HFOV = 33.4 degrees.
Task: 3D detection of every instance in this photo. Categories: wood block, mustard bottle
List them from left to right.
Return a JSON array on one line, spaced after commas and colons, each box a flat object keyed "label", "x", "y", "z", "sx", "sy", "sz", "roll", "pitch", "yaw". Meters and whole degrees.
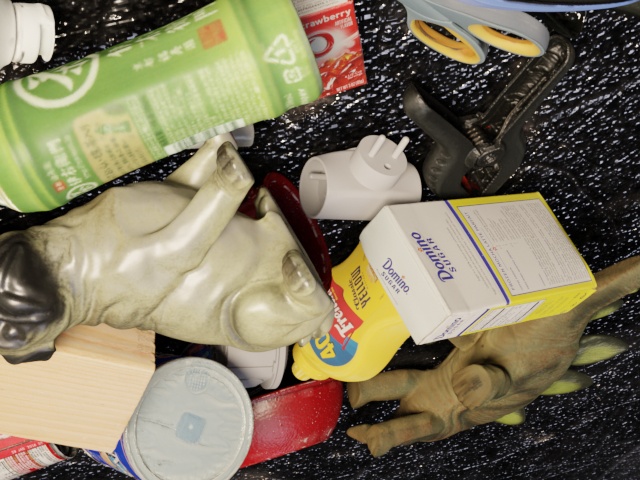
[{"label": "wood block", "x": -0.220, "y": 0.060, "z": 0.691, "sx": 0.205, "sy": 0.090, "sz": 0.091, "roll": 15, "pitch": 127, "yaw": -21}, {"label": "mustard bottle", "x": 0.033, "y": 0.058, "z": 0.860, "sx": 0.058, "sy": 0.096, "sz": 0.192, "roll": 7, "pitch": 140, "yaw": -35}]

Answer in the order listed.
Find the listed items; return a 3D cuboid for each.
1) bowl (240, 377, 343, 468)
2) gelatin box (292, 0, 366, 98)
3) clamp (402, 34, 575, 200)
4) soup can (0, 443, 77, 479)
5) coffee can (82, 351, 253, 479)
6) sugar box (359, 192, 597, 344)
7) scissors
[{"label": "bowl", "x": -0.044, "y": 0.170, "z": 0.979, "sx": 0.162, "sy": 0.055, "sz": 0.162, "roll": -17, "pitch": 171, "yaw": -3}, {"label": "gelatin box", "x": -0.021, "y": -0.112, "z": 0.636, "sx": 0.089, "sy": 0.030, "sz": 0.073, "roll": -18, "pitch": 147, "yaw": -1}, {"label": "clamp", "x": 0.103, "y": -0.071, "z": 0.750, "sx": 0.120, "sy": 0.039, "sz": 0.171, "roll": -10, "pitch": 147, "yaw": -14}, {"label": "soup can", "x": -0.267, "y": 0.170, "z": 0.909, "sx": 0.102, "sy": 0.068, "sz": 0.068, "roll": -21, "pitch": 148, "yaw": 6}, {"label": "coffee can", "x": -0.128, "y": 0.139, "z": 0.842, "sx": 0.102, "sy": 0.103, "sz": 0.141, "roll": 2, "pitch": 177, "yaw": -29}, {"label": "sugar box", "x": 0.117, "y": 0.016, "z": 0.774, "sx": 0.175, "sy": 0.093, "sz": 0.048, "roll": -7, "pitch": 149, "yaw": -40}, {"label": "scissors", "x": 0.063, "y": -0.139, "z": 0.591, "sx": 0.096, "sy": 0.016, "sz": 0.201, "roll": 12, "pitch": 173, "yaw": 30}]
